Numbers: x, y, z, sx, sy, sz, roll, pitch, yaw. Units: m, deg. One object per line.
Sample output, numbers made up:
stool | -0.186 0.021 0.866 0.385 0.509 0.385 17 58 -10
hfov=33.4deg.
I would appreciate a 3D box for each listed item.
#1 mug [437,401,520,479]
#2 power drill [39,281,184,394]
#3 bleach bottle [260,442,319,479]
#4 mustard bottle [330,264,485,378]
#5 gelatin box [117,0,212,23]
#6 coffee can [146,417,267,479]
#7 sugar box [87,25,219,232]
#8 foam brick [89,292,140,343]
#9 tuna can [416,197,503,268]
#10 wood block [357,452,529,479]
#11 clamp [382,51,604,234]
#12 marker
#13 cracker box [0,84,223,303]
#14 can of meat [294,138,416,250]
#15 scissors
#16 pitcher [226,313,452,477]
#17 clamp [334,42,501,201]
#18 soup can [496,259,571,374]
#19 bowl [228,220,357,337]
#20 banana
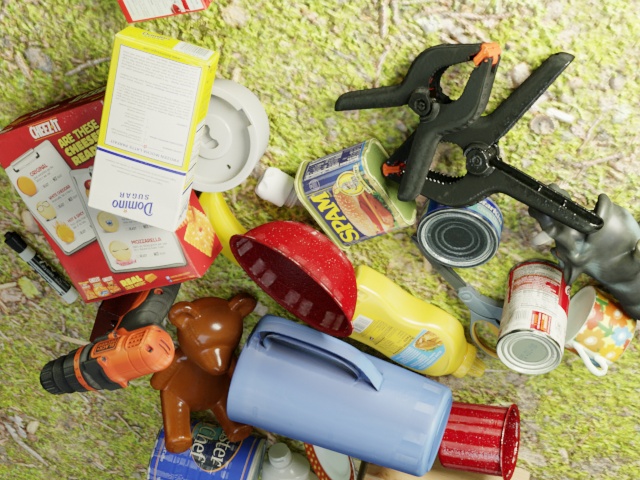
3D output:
mug | 0.194 0.240 1.291 0.082 0.093 0.117 4 171 23
power drill | -0.222 0.090 1.211 0.185 0.187 0.057 -16 128 30
bleach bottle | -0.019 0.379 1.519 0.103 0.068 0.251 -1 131 21
mustard bottle | 0.102 0.103 1.198 0.191 0.058 0.096 30 139 -10
gelatin box | -0.148 -0.240 0.966 0.089 0.030 0.073 -4 130 24
coffee can | -0.154 0.303 1.461 0.140 0.102 0.103 16 137 5
sugar box | -0.159 -0.104 1.011 0.093 0.048 0.176 18 118 4
foam brick | -0.249 0.097 1.326 0.053 0.051 0.078 23 137 -3
tuna can | 0.142 -0.012 1.086 0.086 0.033 0.086 11 136 10
wood block | 0.153 0.322 1.376 0.206 0.090 0.090 19 137 1
clamp | 0.154 -0.089 0.986 0.210 0.036 0.164 3 109 31
marker | -0.346 0.032 1.321 0.020 0.020 0.121 -19 125 34
cracker box | -0.224 -0.049 1.132 0.164 0.072 0.213 -13 115 29
can of meat | 0.038 -0.047 1.074 0.084 0.057 0.102 -19 125 30
scissors | 0.179 0.059 1.157 0.096 0.016 0.201 -11 129 27
pitcher | 0.023 0.176 1.222 0.243 0.149 0.145 17 95 13
clamp | 0.100 -0.114 0.971 0.172 0.039 0.120 -28 95 38
soup can | 0.220 0.078 1.098 0.068 0.102 0.068 10 136 10
bowl | -0.017 0.029 1.115 0.162 0.055 0.162 34 161 13
banana | -0.073 0.006 1.180 0.070 0.037 0.197 -27 120 39
